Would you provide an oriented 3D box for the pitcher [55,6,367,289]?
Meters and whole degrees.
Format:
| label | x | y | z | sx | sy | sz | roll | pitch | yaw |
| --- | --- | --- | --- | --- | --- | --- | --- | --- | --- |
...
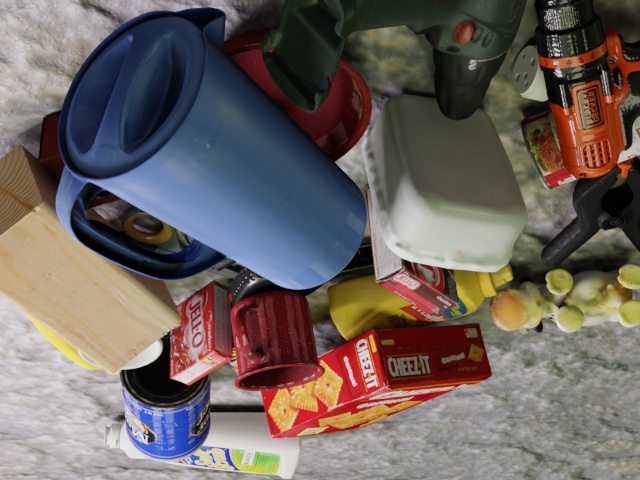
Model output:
| label | x | y | z | sx | sy | sz | roll | pitch | yaw |
| --- | --- | --- | --- | --- | --- | --- | --- | --- | --- |
| pitcher | -0.075 | -0.046 | 0.804 | 0.149 | 0.145 | 0.242 | -17 | 147 | 28 |

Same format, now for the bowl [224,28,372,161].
| label | x | y | z | sx | sy | sz | roll | pitch | yaw |
| --- | --- | --- | --- | --- | --- | --- | --- | --- | --- |
| bowl | -0.041 | -0.120 | 0.868 | 0.162 | 0.055 | 0.162 | -4 | 145 | -3 |

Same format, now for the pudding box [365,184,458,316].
| label | x | y | z | sx | sy | sz | roll | pitch | yaw |
| --- | --- | --- | --- | --- | --- | --- | --- | --- | --- |
| pudding box | 0.086 | 0.004 | 1.012 | 0.039 | 0.113 | 0.089 | -29 | 139 | 28 |

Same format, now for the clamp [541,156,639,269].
| label | x | y | z | sx | sy | sz | roll | pitch | yaw |
| --- | --- | --- | --- | --- | --- | --- | --- | --- | --- |
| clamp | 0.297 | -0.027 | 1.062 | 0.120 | 0.039 | 0.171 | -3 | 145 | -9 |

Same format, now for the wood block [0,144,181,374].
| label | x | y | z | sx | sy | sz | roll | pitch | yaw |
| --- | --- | --- | --- | --- | --- | --- | --- | --- | --- |
| wood block | -0.227 | 0.022 | 0.960 | 0.090 | 0.091 | 0.206 | -37 | 136 | 3 |

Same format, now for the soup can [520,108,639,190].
| label | x | y | z | sx | sy | sz | roll | pitch | yaw |
| --- | --- | --- | --- | --- | --- | --- | --- | --- | --- |
| soup can | 0.236 | -0.094 | 0.932 | 0.102 | 0.068 | 0.068 | -22 | 142 | 22 |

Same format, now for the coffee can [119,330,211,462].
| label | x | y | z | sx | sy | sz | roll | pitch | yaw |
| --- | --- | --- | --- | --- | --- | --- | --- | --- | --- |
| coffee can | -0.178 | 0.181 | 1.235 | 0.102 | 0.103 | 0.140 | -1 | 144 | -7 |

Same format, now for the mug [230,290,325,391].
| label | x | y | z | sx | sy | sz | roll | pitch | yaw |
| --- | --- | --- | --- | --- | --- | --- | --- | --- | --- |
| mug | -0.053 | 0.099 | 1.078 | 0.093 | 0.081 | 0.117 | -20 | 156 | 25 |

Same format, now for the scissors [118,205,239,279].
| label | x | y | z | sx | sy | sz | roll | pitch | yaw |
| --- | --- | --- | --- | --- | --- | --- | --- | --- | --- |
| scissors | -0.131 | 0.007 | 1.071 | 0.201 | 0.016 | 0.096 | 8 | 138 | -28 |

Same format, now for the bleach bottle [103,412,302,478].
| label | x | y | z | sx | sy | sz | roll | pitch | yaw |
| --- | --- | --- | --- | --- | --- | --- | --- | --- | --- |
| bleach bottle | -0.154 | 0.262 | 1.392 | 0.250 | 0.068 | 0.103 | 4 | 144 | -9 |

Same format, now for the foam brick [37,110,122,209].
| label | x | y | z | sx | sy | sz | roll | pitch | yaw |
| --- | --- | --- | --- | --- | --- | --- | --- | --- | --- |
| foam brick | -0.199 | -0.072 | 0.918 | 0.053 | 0.051 | 0.078 | -16 | 144 | 15 |

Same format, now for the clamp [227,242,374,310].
| label | x | y | z | sx | sy | sz | roll | pitch | yaw |
| --- | --- | --- | --- | --- | --- | --- | --- | --- | --- |
| clamp | -0.006 | 0.028 | 1.086 | 0.210 | 0.036 | 0.164 | -30 | 152 | 37 |

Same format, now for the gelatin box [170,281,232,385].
| label | x | y | z | sx | sy | sz | roll | pitch | yaw |
| --- | --- | --- | --- | --- | --- | --- | --- | --- | --- |
| gelatin box | -0.128 | 0.099 | 1.137 | 0.030 | 0.089 | 0.073 | 28 | 133 | -37 |

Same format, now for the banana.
| label | x | y | z | sx | sy | sz | roll | pitch | yaw |
| --- | --- | --- | --- | --- | --- | --- | --- | --- | --- |
| banana | -0.265 | 0.098 | 1.144 | 0.037 | 0.070 | 0.197 | -33 | 141 | -2 |

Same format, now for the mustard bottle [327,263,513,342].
| label | x | y | z | sx | sy | sz | roll | pitch | yaw |
| --- | --- | --- | --- | --- | --- | --- | --- | --- | --- |
| mustard bottle | 0.110 | 0.057 | 1.139 | 0.192 | 0.058 | 0.096 | -17 | 145 | 15 |

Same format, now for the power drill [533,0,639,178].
| label | x | y | z | sx | sy | sz | roll | pitch | yaw |
| --- | --- | --- | --- | --- | --- | --- | --- | --- | --- |
| power drill | 0.262 | -0.154 | 0.829 | 0.187 | 0.057 | 0.184 | -15 | 118 | 3 |

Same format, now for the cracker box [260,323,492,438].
| label | x | y | z | sx | sy | sz | roll | pitch | yaw |
| --- | --- | --- | --- | --- | --- | --- | --- | --- | --- |
| cracker box | 0.060 | 0.160 | 1.203 | 0.163 | 0.072 | 0.214 | 0 | 159 | -39 |
